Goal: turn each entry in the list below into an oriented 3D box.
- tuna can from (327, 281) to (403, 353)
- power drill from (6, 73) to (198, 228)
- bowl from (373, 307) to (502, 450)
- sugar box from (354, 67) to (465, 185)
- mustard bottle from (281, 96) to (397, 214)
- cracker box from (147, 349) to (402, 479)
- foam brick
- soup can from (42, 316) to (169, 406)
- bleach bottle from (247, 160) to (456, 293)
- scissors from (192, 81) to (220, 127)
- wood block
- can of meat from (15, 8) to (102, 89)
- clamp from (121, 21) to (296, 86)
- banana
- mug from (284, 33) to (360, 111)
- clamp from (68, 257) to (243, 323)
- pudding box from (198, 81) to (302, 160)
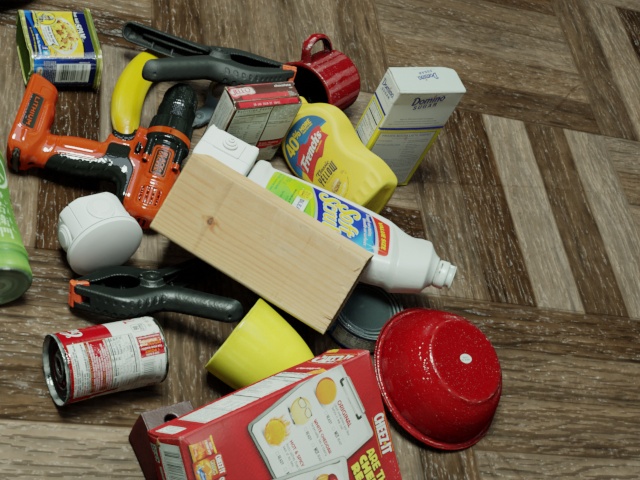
[{"bbox_3d":[0.046,0.082,1.173,0.086,0.034,0.086,13,48,-15],"label":"tuna can"},{"bbox_3d":[-0.237,-0.118,1.176,0.187,0.057,0.184,17,61,-8],"label":"power drill"},{"bbox_3d":[0.138,0.136,1.129,0.161,0.055,0.162,16,56,-26],"label":"bowl"},{"bbox_3d":[0.093,-0.134,1.278,0.093,0.176,0.048,-4,54,-27],"label":"sugar box"},{"bbox_3d":[0.005,-0.106,1.269,0.058,0.096,0.192,-11,56,-46],"label":"mustard bottle"},{"bbox_3d":[-0.035,0.209,0.954,0.213,0.072,0.164,-20,100,-37],"label":"cracker box"},{"bbox_3d":[-0.135,0.196,0.981,0.052,0.051,0.078,-11,57,-32],"label":"foam brick"},{"bbox_3d":[-0.203,0.113,1.009,0.102,0.069,0.068,-9,57,-31],"label":"soup can"},{"bbox_3d":[0.029,-0.005,1.184,0.251,0.068,0.102,19,42,6],"label":"bleach bottle"},{"bbox_3d":[-0.129,-0.141,1.295,0.096,0.016,0.201,32,46,3],"label":"scissors"},{"bbox_3d":[-0.057,0.001,1.099,0.206,0.091,0.090,32,5,5],"label":"wood block"},{"bbox_3d":[-0.309,-0.226,1.256,0.083,0.058,0.102,-4,54,-25],"label":"can of meat"},{"bbox_3d":[-0.132,-0.214,1.268,0.209,0.036,0.165,4,27,-29],"label":"clamp"},{"bbox_3d":[-0.207,-0.188,1.283,0.069,0.037,0.197,31,46,2],"label":"banana"},{"bbox_3d":[-0.004,-0.203,1.341,0.093,0.117,0.081,14,32,31],"label":"mug"},{"bbox_3d":[-0.163,0.055,1.078,0.171,0.039,0.120,-8,24,-26],"label":"clamp"},{"bbox_3d":[-0.083,-0.135,1.243,0.089,0.114,0.039,-9,60,-30],"label":"pudding box"}]
